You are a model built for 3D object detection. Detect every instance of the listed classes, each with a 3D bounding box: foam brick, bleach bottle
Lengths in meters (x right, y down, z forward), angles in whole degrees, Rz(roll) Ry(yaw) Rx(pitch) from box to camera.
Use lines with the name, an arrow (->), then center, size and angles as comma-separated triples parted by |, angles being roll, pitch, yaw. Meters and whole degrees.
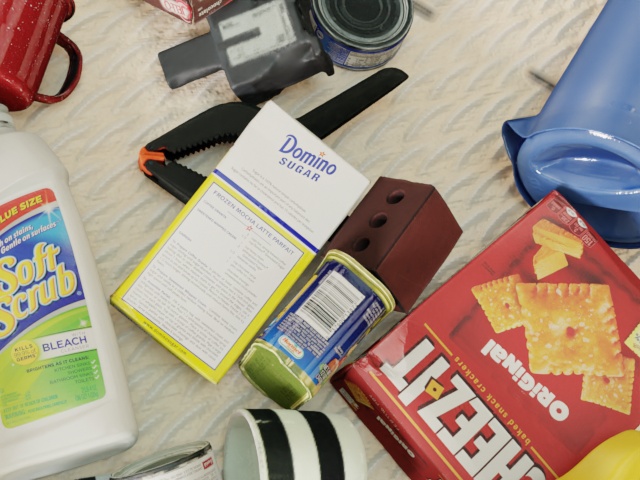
foam brick -> 0.051, 0.002, 0.735 | 0.078, 0.053, 0.051 | -54, 130, -21
bleach bottle -> -0.199, 0.026, 0.703 | 0.102, 0.068, 0.251 | -14, 72, -18

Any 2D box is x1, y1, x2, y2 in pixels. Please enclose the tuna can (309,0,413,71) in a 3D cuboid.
tuna can -> 0.030, -0.180, 0.847 | 0.086, 0.034, 0.086 | 4, 70, -12

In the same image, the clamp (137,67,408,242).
clamp -> -0.026, -0.063, 0.787 | 0.210, 0.036, 0.164 | 9, 76, -10

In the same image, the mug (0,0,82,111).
mug -> -0.220, -0.138, 0.750 | 0.117, 0.093, 0.081 | 31, 66, -42

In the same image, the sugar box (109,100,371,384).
sugar box -> -0.055, 0.001, 0.733 | 0.093, 0.048, 0.176 | 39, 77, -6

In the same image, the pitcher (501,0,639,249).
pitcher -> 0.264, -0.117, 0.833 | 0.149, 0.145, 0.242 | 47, 59, -29

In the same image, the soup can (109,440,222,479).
soup can -> -0.084, 0.183, 0.658 | 0.068, 0.069, 0.102 | -17, 89, -19

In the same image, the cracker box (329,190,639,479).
cracker box -> 0.142, 0.090, 0.757 | 0.213, 0.072, 0.164 | -38, 83, -22

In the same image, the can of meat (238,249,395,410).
can of meat -> -0.005, 0.064, 0.715 | 0.057, 0.102, 0.083 | 42, 69, 3
